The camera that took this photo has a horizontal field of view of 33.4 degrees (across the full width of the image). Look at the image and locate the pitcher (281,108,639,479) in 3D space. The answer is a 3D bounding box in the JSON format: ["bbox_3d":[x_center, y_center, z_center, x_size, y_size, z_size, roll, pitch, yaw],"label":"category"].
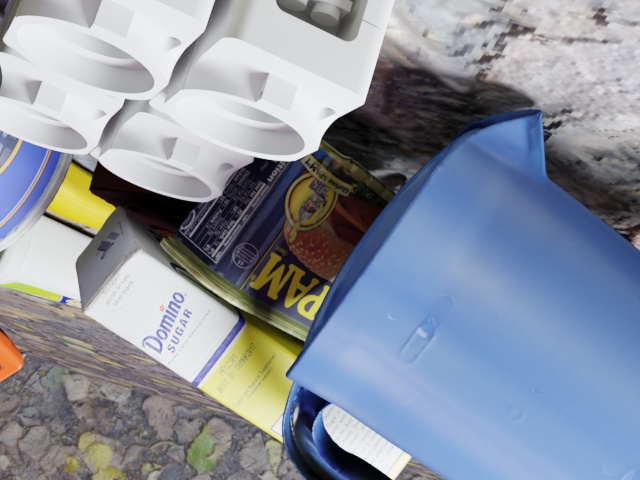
[{"bbox_3d":[0.110,0.077,0.442,0.243,0.144,0.149,36,153,2],"label":"pitcher"}]

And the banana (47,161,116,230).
[{"bbox_3d":[-0.163,-0.040,0.668,0.070,0.037,0.198,15,166,10],"label":"banana"}]

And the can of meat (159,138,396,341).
[{"bbox_3d":[-0.012,-0.006,0.510,0.058,0.084,0.102,37,-178,39],"label":"can of meat"}]

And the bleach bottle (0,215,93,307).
[{"bbox_3d":[-0.188,0.038,0.947,0.250,0.068,0.103,26,164,-40],"label":"bleach bottle"}]

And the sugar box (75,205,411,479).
[{"bbox_3d":[-0.038,0.055,0.536,0.176,0.048,0.093,39,-179,-20],"label":"sugar box"}]

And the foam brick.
[{"bbox_3d":[-0.070,-0.035,0.554,0.078,0.051,0.053,7,163,34],"label":"foam brick"}]
